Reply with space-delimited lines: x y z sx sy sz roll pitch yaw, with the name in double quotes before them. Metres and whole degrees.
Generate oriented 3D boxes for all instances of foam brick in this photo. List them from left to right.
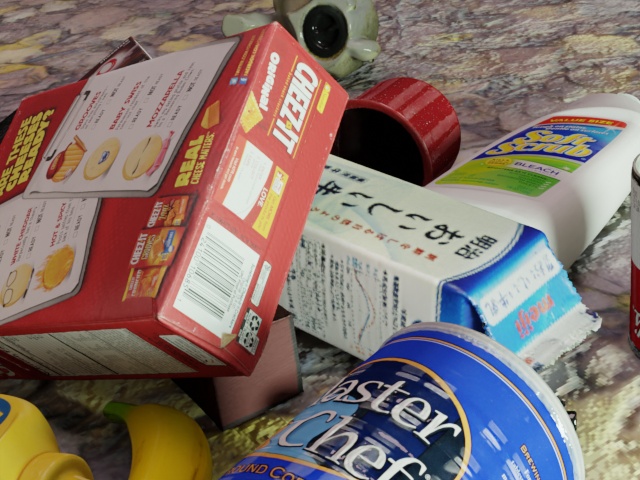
"foam brick" -0.052 0.055 0.573 0.052 0.051 0.078 -23 30 -26

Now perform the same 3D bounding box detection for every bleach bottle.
"bleach bottle" 0.149 -0.043 0.695 0.103 0.068 0.250 11 31 31

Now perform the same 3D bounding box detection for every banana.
"banana" -0.085 0.128 0.465 0.070 0.037 0.197 -24 21 18

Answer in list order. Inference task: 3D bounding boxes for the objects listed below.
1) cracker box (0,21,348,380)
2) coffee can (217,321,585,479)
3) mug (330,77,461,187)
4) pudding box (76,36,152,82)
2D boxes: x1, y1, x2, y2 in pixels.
"cracker box" -0.103 -0.011 0.560 0.214 0.072 0.164 -8 54 41
"coffee can" 0.018 0.108 0.396 0.103 0.103 0.140 16 36 39
"mug" 0.039 -0.058 0.741 0.117 0.093 0.081 -35 4 36
"pudding box" -0.185 -0.118 0.914 0.113 0.039 0.090 -39 32 -2
